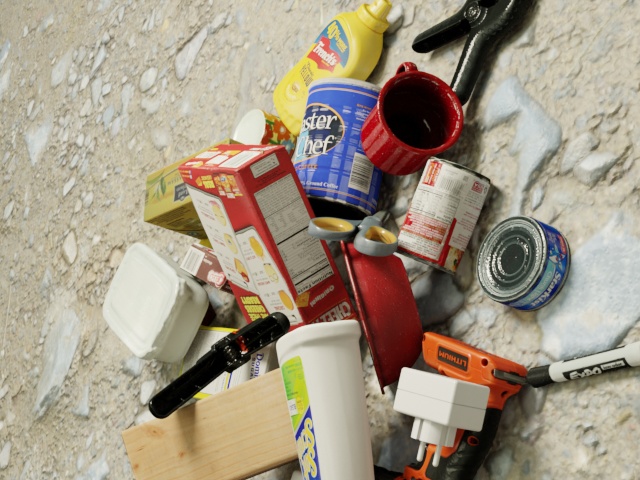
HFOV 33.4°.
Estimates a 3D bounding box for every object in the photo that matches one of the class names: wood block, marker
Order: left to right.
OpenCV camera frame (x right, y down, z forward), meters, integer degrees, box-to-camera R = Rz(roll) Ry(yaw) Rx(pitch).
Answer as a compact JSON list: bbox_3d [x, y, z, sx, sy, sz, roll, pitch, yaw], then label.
[{"bbox_3d":[-0.087,0.204,1.109,0.206,0.090,0.090,-23,77,9],"label":"wood block"},{"bbox_3d":[0.224,0.106,0.906,0.121,0.020,0.020,-23,57,45],"label":"marker"}]

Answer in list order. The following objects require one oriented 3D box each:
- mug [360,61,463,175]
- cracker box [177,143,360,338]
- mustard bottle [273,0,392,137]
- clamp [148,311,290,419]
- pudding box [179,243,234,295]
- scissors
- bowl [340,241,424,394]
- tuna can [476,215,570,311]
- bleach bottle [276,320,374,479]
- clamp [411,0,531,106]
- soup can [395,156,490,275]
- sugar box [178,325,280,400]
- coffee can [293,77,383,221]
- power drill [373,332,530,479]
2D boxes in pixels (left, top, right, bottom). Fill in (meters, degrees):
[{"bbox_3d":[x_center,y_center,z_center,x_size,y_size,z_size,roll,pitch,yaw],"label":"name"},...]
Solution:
[{"bbox_3d":[0.090,-0.129,1.117,0.082,0.093,0.117,131,136,-66],"label":"mug"},{"bbox_3d":[-0.058,0.001,1.164,0.072,0.213,0.164,-31,18,-23],"label":"cracker box"},{"bbox_3d":[0.021,-0.216,1.291,0.192,0.058,0.096,-48,42,27],"label":"mustard bottle"},{"bbox_3d":[-0.088,0.114,1.129,0.165,0.036,0.210,-34,0,10],"label":"clamp"},{"bbox_3d":[-0.107,0.044,1.305,0.114,0.089,0.039,25,91,55],"label":"pudding box"},{"bbox_3d":[0.034,-0.018,1.079,0.202,0.096,0.016,-98,20,-77],"label":"scissors"},{"bbox_3d":[0.065,0.068,1.056,0.055,0.162,0.162,-15,52,1],"label":"bowl"},{"bbox_3d":[0.185,0.020,0.985,0.086,0.033,0.086,-27,54,43],"label":"tuna can"},{"bbox_3d":[0.016,0.206,0.985,0.103,0.068,0.251,141,121,-66],"label":"bleach bottle"},{"bbox_3d":[0.164,-0.235,1.131,0.172,0.039,0.120,-54,46,17],"label":"clamp"},{"bbox_3d":[0.121,-0.024,1.062,0.069,0.068,0.102,23,91,54],"label":"soup can"},{"bbox_3d":[-0.103,0.154,1.287,0.177,0.048,0.093,2,74,49],"label":"sugar box"},{"bbox_3d":[0.023,-0.097,1.192,0.103,0.102,0.140,-4,70,52],"label":"coffee can"},{"bbox_3d":[0.107,0.185,0.992,0.185,0.057,0.187,16,89,50],"label":"power drill"}]
